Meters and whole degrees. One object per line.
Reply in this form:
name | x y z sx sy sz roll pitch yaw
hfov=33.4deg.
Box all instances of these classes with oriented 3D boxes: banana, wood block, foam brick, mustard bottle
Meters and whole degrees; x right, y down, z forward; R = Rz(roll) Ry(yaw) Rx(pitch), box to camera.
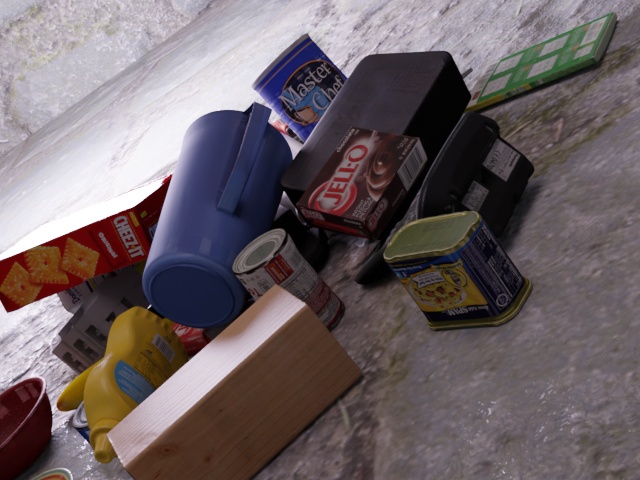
banana | -0.236 0.148 1.268 0.198 0.037 0.069 -35 -8 -1
wood block | -0.077 0.146 0.951 0.206 0.090 0.091 -42 22 -10
foam brick | -0.058 0.002 1.260 0.078 0.053 0.051 -41 22 -8
mustard bottle | -0.196 0.157 1.100 0.058 0.096 0.191 -27 24 23

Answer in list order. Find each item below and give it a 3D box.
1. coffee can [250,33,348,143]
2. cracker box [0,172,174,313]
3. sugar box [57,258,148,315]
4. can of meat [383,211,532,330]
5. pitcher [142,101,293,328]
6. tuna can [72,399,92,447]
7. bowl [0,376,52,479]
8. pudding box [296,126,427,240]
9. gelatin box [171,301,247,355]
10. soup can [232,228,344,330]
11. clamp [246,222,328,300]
coffee can | -0.007 -0.187 1.407 0.103 0.140 0.103 -43 4 3
cracker box | -0.276 0.001 1.305 0.214 0.072 0.164 -20 13 17
sugar box | -0.260 0.041 1.427 0.176 0.048 0.093 -35 -14 -3
can of meat | 0.114 0.025 0.908 0.102 0.084 0.057 -11 34 49
pitcher | -0.110 -0.031 1.162 0.145 0.149 0.242 -11 39 20
tuna can | -0.231 0.187 1.180 0.086 0.033 0.086 -32 22 14
bowl | -0.372 0.237 1.264 0.162 0.055 0.162 -32 22 14
pudding box | 0.043 -0.059 1.077 0.090 0.039 0.113 15 59 39
gelatin box | -0.132 0.091 1.224 0.073 0.030 0.089 -17 29 41
soup can | -0.032 0.047 1.063 0.068 0.102 0.068 -31 23 15
clamp | -0.038 0.036 1.178 0.120 0.039 0.171 14 49 42
